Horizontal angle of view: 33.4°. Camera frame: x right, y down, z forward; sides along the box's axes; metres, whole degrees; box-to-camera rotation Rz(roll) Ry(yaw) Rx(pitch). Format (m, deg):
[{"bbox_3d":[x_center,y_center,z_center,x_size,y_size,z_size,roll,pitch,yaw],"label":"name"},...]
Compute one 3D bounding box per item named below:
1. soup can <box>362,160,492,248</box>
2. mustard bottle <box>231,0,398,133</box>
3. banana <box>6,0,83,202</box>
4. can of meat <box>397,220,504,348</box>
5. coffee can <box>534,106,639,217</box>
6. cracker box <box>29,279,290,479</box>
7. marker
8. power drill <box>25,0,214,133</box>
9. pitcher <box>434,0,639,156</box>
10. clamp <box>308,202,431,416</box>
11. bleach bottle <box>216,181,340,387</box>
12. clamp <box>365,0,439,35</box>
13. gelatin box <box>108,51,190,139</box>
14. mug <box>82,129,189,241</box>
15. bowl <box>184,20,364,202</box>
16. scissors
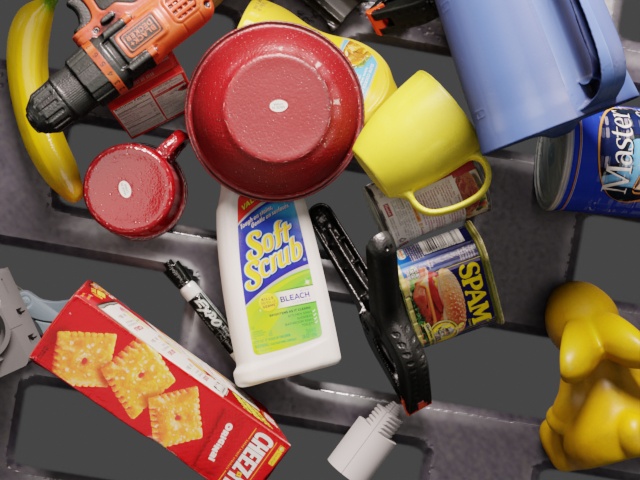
[{"bbox_3d":[0.099,-0.039,0.991,0.102,0.068,0.068,-23,92,-2],"label":"soup can"},{"bbox_3d":[0.007,-0.145,0.987,0.191,0.058,0.096,23,67,-4],"label":"mustard bottle"},{"bbox_3d":[-0.255,-0.132,0.976,0.037,0.070,0.198,-12,100,-47],"label":"banana"},{"bbox_3d":[0.115,0.043,0.985,0.084,0.057,0.102,-19,122,0],"label":"can of meat"},{"bbox_3d":[0.279,-0.072,0.983,0.140,0.103,0.103,5,91,-4],"label":"coffee can"},{"bbox_3d":[-0.139,0.127,0.922,0.213,0.164,0.072,37,86,-9],"label":"cracker box"},{"bbox_3d":[-0.107,0.067,1.006,0.020,0.020,0.121,-39,93,-2],"label":"marker"},{"bbox_3d":[-0.211,-0.206,0.888,0.184,0.057,0.187,-39,96,-6],"label":"power drill"},{"bbox_3d":[0.158,-0.200,0.858,0.149,0.144,0.243,-20,91,30],"label":"pitcher"},{"bbox_3d":[0.058,0.066,0.959,0.036,0.165,0.210,-26,102,-13],"label":"clamp"},{"bbox_3d":[-0.056,0.001,0.981,0.102,0.068,0.251,-13,85,-11],"label":"bleach bottle"},{"bbox_3d":[0.125,-0.239,0.973,0.171,0.120,0.039,-37,117,2],"label":"clamp"},{"bbox_3d":[-0.154,-0.132,0.965,0.073,0.089,0.030,-28,77,-3],"label":"gelatin box"},{"bbox_3d":[-0.161,-0.054,0.970,0.093,0.081,0.117,44,89,-3],"label":"mug"},{"bbox_3d":[-0.038,-0.113,0.925,0.162,0.055,0.162,0,94,-4],"label":"bowl"},{"bbox_3d":[-0.256,0.049,1.000,0.096,0.016,0.202,-41,93,-3],"label":"scissors"}]
